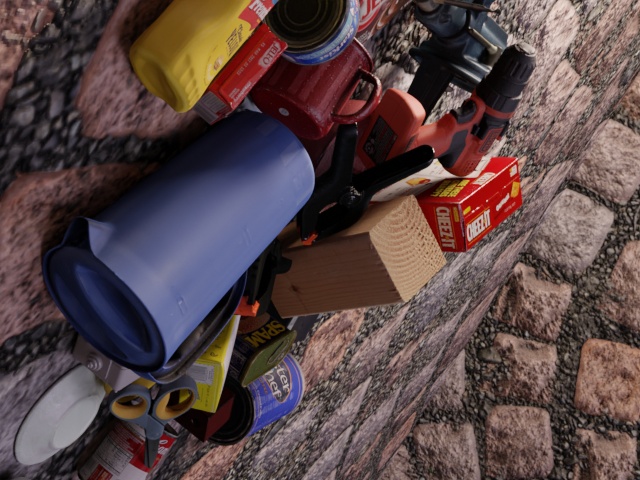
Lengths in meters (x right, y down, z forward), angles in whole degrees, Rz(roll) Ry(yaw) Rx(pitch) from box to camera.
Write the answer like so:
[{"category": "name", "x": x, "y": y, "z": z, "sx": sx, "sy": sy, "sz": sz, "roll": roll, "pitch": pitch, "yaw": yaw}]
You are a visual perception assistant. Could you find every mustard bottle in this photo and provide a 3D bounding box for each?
[{"category": "mustard bottle", "x": -0.065, "y": -0.191, "z": 0.822, "sx": 0.191, "sy": 0.058, "sz": 0.096, "roll": -52, "pitch": 172, "yaw": -11}]

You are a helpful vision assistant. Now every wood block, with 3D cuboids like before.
[{"category": "wood block", "x": 0.027, "y": 0.022, "z": 1.221, "sx": 0.207, "sy": 0.091, "sz": 0.090, "roll": -11, "pitch": -158, "yaw": 48}]

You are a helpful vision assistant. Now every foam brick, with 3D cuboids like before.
[{"category": "foam brick", "x": -0.150, "y": 0.192, "z": 1.283, "sx": 0.051, "sy": 0.078, "sz": 0.053, "roll": -39, "pitch": 155, "yaw": -39}]

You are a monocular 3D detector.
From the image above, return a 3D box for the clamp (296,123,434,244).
[{"category": "clamp", "x": 0.038, "y": -0.057, "z": 1.120, "sx": 0.120, "sy": 0.039, "sz": 0.172, "roll": 14, "pitch": 135, "yaw": -25}]

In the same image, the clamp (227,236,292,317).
[{"category": "clamp", "x": -0.057, "y": 0.001, "z": 1.085, "sx": 0.209, "sy": 0.036, "sz": 0.164, "roll": -68, "pitch": 162, "yaw": -62}]

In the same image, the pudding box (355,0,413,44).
[{"category": "pudding box", "x": 0.056, "y": -0.254, "z": 1.057, "sx": 0.113, "sy": 0.039, "sz": 0.090, "roll": -46, "pitch": 160, "yaw": -27}]

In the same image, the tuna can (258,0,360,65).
[{"category": "tuna can", "x": -0.011, "y": -0.195, "z": 0.912, "sx": 0.086, "sy": 0.086, "sz": 0.033, "roll": -56, "pitch": 161, "yaw": 4}]

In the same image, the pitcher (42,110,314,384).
[{"category": "pitcher", "x": -0.111, "y": 0.000, "z": 0.940, "sx": 0.242, "sy": 0.145, "sz": 0.149, "roll": -46, "pitch": 177, "yaw": -35}]

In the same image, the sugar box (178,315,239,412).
[{"category": "sugar box", "x": -0.107, "y": 0.080, "z": 1.122, "sx": 0.093, "sy": 0.048, "sz": 0.176, "roll": 104, "pitch": -4, "yaw": -49}]

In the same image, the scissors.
[{"category": "scissors", "x": -0.188, "y": 0.191, "z": 1.097, "sx": 0.096, "sy": 0.016, "sz": 0.202, "roll": 8, "pitch": 142, "yaw": -27}]

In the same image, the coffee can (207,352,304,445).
[{"category": "coffee can", "x": -0.097, "y": 0.199, "z": 1.393, "sx": 0.103, "sy": 0.103, "sz": 0.140, "roll": -61, "pitch": 161, "yaw": 19}]

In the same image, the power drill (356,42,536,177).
[{"category": "power drill", "x": 0.142, "y": -0.136, "z": 1.179, "sx": 0.187, "sy": 0.057, "sz": 0.185, "roll": -12, "pitch": 142, "yaw": -38}]

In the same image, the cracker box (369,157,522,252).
[{"category": "cracker box", "x": 0.119, "y": -0.046, "z": 1.325, "sx": 0.163, "sy": 0.214, "sz": 0.072, "roll": -35, "pitch": 120, "yaw": -47}]

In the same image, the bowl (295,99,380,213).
[{"category": "bowl", "x": 0.009, "y": -0.099, "z": 1.195, "sx": 0.162, "sy": 0.055, "sz": 0.162, "roll": -47, "pitch": 161, "yaw": -22}]

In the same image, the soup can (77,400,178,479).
[{"category": "soup can", "x": -0.219, "y": 0.242, "z": 1.212, "sx": 0.102, "sy": 0.068, "sz": 0.068, "roll": -53, "pitch": 163, "yaw": -5}]

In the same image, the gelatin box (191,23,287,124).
[{"category": "gelatin box", "x": -0.070, "y": -0.137, "z": 0.896, "sx": 0.073, "sy": 0.030, "sz": 0.089, "roll": -51, "pitch": -167, "yaw": -14}]

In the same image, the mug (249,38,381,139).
[{"category": "mug", "x": -0.001, "y": -0.141, "z": 0.967, "sx": 0.081, "sy": 0.117, "sz": 0.093, "roll": -59, "pitch": 161, "yaw": -15}]

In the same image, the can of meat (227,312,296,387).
[{"category": "can of meat", "x": -0.092, "y": 0.119, "z": 1.287, "sx": 0.101, "sy": 0.084, "sz": 0.057, "roll": -28, "pitch": 148, "yaw": -55}]
